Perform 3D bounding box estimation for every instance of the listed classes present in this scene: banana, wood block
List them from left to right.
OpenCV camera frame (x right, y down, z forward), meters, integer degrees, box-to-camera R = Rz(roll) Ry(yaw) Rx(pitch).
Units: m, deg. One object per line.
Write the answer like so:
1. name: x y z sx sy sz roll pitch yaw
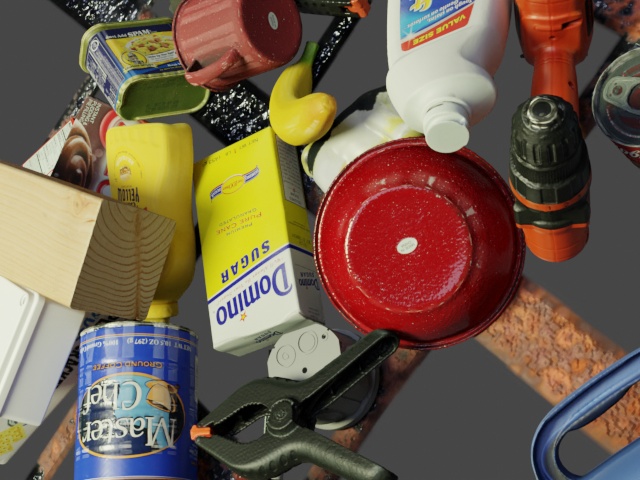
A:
1. wood block: -0.235 -0.008 0.914 0.206 0.090 0.091 18 90 36
2. banana: -0.018 -0.114 0.884 0.198 0.037 0.070 -104 30 -65

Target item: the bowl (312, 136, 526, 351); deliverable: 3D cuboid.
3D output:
1. bowl: 0.067 0.005 0.779 0.162 0.055 0.162 1 94 13

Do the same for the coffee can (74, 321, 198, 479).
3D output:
1. coffee can: -0.153 0.149 0.895 0.103 0.102 0.140 -14 67 30

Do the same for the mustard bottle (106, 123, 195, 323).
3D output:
1. mustard bottle: -0.150 -0.007 0.954 0.096 0.058 0.191 1 95 45

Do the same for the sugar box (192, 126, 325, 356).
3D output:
1. sugar box: -0.056 0.001 0.913 0.093 0.048 0.176 -24 61 28

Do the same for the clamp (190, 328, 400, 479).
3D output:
1. clamp: -0.015 0.139 0.767 0.172 0.039 0.120 -24 42 21

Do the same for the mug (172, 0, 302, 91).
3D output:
1. mug: -0.076 -0.178 0.940 0.082 0.093 0.117 -9 35 44

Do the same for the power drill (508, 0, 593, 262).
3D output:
1. power drill: 0.156 -0.099 0.727 0.057 0.184 0.187 1 65 14

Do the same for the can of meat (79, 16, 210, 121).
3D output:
1. can of meat: -0.163 -0.161 1.009 0.084 0.101 0.057 53 141 32

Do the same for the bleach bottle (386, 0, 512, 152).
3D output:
1. bleach bottle: 0.100 -0.160 0.784 0.103 0.068 0.250 -10 45 16

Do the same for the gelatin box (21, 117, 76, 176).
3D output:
1. gelatin box: -0.262 -0.069 1.089 0.089 0.030 0.073 -38 56 19

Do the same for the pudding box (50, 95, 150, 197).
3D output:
1. pudding box: -0.201 -0.069 1.015 0.090 0.039 0.113 24 91 1
